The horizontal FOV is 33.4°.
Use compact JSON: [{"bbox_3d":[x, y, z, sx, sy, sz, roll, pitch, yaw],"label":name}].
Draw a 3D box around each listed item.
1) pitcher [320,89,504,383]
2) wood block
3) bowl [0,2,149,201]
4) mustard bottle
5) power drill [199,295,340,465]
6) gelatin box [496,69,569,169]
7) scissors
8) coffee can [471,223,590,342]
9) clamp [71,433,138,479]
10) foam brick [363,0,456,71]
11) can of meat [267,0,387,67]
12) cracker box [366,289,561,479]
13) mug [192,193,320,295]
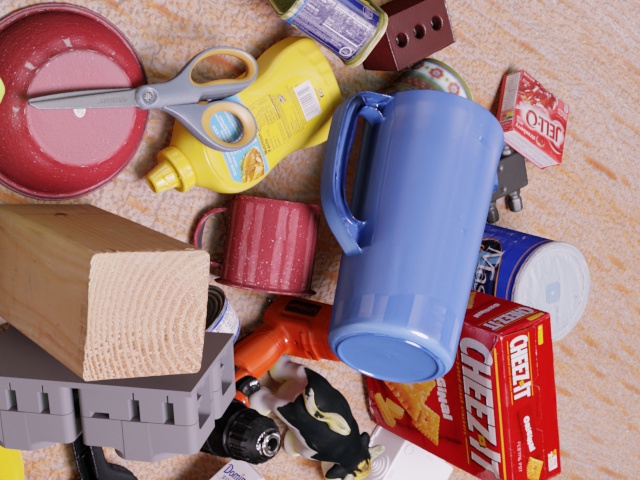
[{"bbox_3d":[0.073,-0.008,0.939,0.145,0.149,0.242,79,21,-59],"label":"pitcher"},{"bbox_3d":[-0.174,0.031,0.805,0.090,0.206,0.090,-1,101,-34],"label":"wood block"},{"bbox_3d":[-0.199,-0.107,0.850,0.161,0.055,0.162,-8,105,-32],"label":"bowl"},{"bbox_3d":[-0.071,-0.097,0.937,0.191,0.058,0.096,-35,120,-23],"label":"mustard bottle"},{"bbox_3d":[-0.053,0.119,0.936,0.187,0.185,0.057,-31,117,-36],"label":"power drill"},{"bbox_3d":[0.227,-0.128,1.137,0.089,0.030,0.073,29,64,-35],"label":"gelatin box"},{"bbox_3d":[-0.126,-0.098,0.851,0.201,0.016,0.096,-27,103,-33],"label":"scissors"},{"bbox_3d":[0.189,0.038,1.095,0.102,0.141,0.103,-9,106,-33],"label":"coffee can"},{"bbox_3d":[-0.205,0.226,0.916,0.120,0.039,0.171,-50,130,-31],"label":"clamp"},{"bbox_3d":[0.079,-0.200,1.020,0.078,0.051,0.053,-30,116,-25],"label":"foam brick"},{"bbox_3d":[0.000,-0.208,0.933,0.083,0.102,0.057,28,110,-33],"label":"can of meat"},{"bbox_3d":[0.126,0.129,1.028,0.072,0.214,0.164,-20,111,-30],"label":"cracker box"},{"bbox_3d":[-0.056,0.001,0.961,0.117,0.093,0.081,8,92,1],"label":"mug"}]
